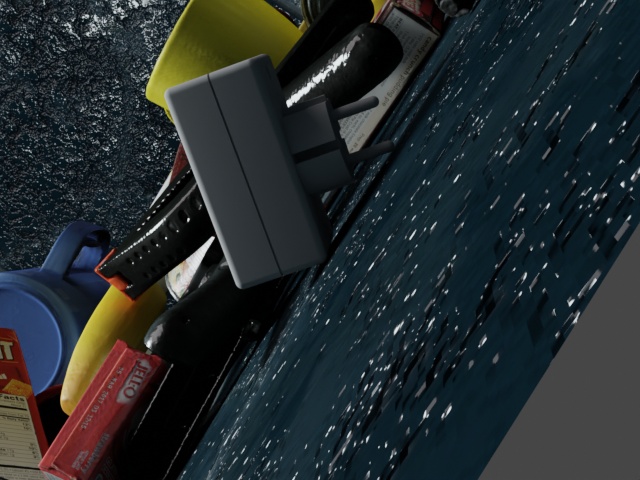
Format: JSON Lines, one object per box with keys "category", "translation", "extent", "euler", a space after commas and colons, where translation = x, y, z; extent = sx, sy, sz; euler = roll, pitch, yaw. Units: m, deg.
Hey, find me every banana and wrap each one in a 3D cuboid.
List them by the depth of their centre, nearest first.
{"category": "banana", "translation": [-0.116, 0.055, 0.622], "extent": [0.198, 0.037, 0.069], "euler": [-162, 96, -83]}

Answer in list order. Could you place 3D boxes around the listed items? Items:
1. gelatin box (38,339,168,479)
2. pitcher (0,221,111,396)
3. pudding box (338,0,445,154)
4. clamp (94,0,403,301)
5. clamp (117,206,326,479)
{"category": "gelatin box", "translation": [-0.099, 0.103, 0.534], "extent": [0.073, 0.030, 0.089], "euler": [-60, -19, -30]}
{"category": "pitcher", "translation": [-0.226, 0.072, 0.869], "extent": [0.145, 0.149, 0.243], "euler": [-24, -2, -4]}
{"category": "pudding box", "translation": [0.032, -0.100, 0.647], "extent": [0.114, 0.039, 0.090], "euler": [-57, 4, 26]}
{"category": "clamp", "translation": [-0.037, -0.052, 0.560], "extent": [0.210, 0.036, 0.164], "euler": [-43, 15, 19]}
{"category": "clamp", "translation": [-0.046, 0.040, 0.511], "extent": [0.171, 0.039, 0.120], "euler": [-51, -7, -51]}
